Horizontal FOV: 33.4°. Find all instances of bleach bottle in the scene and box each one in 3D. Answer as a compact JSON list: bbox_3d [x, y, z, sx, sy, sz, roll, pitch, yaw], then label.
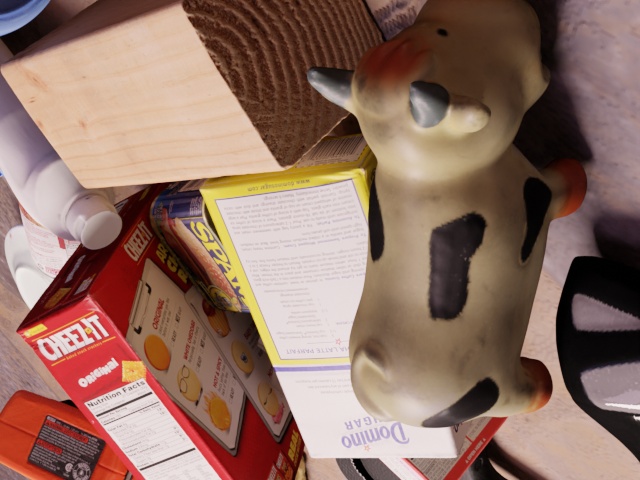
[{"bbox_3d":[-0.209,-0.082,0.714,0.251,0.068,0.102,44,161,35],"label":"bleach bottle"}]

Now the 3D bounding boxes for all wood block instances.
[{"bbox_3d":[-0.073,-0.091,0.564,0.207,0.090,0.090,-1,127,52],"label":"wood block"}]

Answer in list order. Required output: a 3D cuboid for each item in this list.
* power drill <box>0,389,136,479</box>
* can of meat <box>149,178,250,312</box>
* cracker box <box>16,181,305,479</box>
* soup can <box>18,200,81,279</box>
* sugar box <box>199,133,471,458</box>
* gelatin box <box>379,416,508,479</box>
[{"bbox_3d":[-0.169,0.158,0.818,0.185,0.057,0.187,17,172,19],"label":"power drill"},{"bbox_3d":[-0.055,0.001,0.692,0.084,0.057,0.102,-2,127,56],"label":"can of meat"},{"bbox_3d":[-0.094,0.088,0.738,0.072,0.164,0.213,-26,111,22],"label":"cracker box"},{"bbox_3d":[-0.200,-0.020,0.840,0.068,0.068,0.102,37,150,16],"label":"soup can"},{"bbox_3d":[0.013,0.034,0.563,0.093,0.048,0.176,-6,120,28],"label":"sugar box"},{"bbox_3d":[0.060,0.105,0.656,0.089,0.073,0.030,42,152,6],"label":"gelatin box"}]
